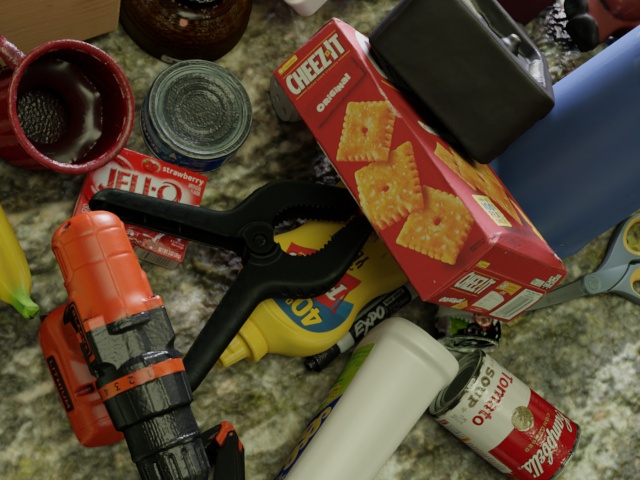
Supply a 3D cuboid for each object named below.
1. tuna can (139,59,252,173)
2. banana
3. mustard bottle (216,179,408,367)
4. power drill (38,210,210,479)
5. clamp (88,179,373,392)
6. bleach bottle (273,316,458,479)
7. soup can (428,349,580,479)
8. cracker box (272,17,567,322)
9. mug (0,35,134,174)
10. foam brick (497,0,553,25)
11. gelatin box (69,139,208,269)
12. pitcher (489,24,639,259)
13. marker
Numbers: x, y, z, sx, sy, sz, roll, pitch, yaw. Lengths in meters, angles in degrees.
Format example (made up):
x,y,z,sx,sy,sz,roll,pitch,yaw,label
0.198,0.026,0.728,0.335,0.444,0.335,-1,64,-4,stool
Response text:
x,y,z,sx,sy,sz,roll,pitch,yaw,label
-0.097,-0.098,0.842,0.086,0.034,0.086,5,74,-18,tuna can
-0.245,-0.035,0.749,0.037,0.070,0.198,-29,95,-36,banana
-0.008,0.033,0.825,0.191,0.058,0.096,-38,85,-23,mustard bottle
-0.132,0.088,0.696,0.057,0.188,0.184,-17,81,-24,power drill
-0.055,0.001,0.779,0.209,0.036,0.164,-26,73,-21,clamp
-0.002,0.174,0.765,0.068,0.103,0.250,39,67,-2,bleach bottle
0.145,0.142,0.846,0.102,0.069,0.068,38,67,-6,soup can
0.078,-0.049,0.789,0.164,0.072,0.214,17,37,-58,cracker box
-0.201,-0.100,0.764,0.117,0.082,0.093,44,66,-27,mug
0.193,-0.248,0.975,0.051,0.053,0.078,32,68,-9,foam brick
-0.139,-0.027,0.810,0.089,0.030,0.073,20,70,-14,gelatin box
0.243,-0.084,0.846,0.145,0.243,0.149,47,59,-1,pitcher
0.035,0.066,0.853,0.121,0.020,0.020,-35,90,-24,marker
